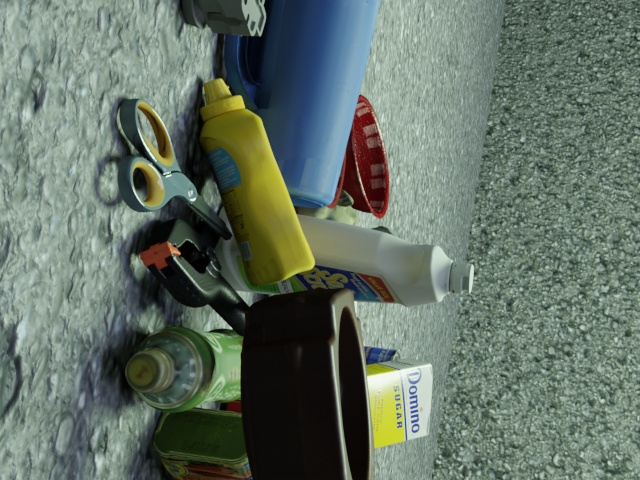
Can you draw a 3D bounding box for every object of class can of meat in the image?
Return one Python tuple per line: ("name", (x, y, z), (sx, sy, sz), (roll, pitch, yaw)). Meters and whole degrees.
("can of meat", (-0.095, 0.197, 0.974), (0.084, 0.102, 0.057), (77, 23, -48))

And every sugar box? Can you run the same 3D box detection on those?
("sugar box", (0.059, 0.194, 1.247), (0.175, 0.048, 0.093), (-4, 99, -41))

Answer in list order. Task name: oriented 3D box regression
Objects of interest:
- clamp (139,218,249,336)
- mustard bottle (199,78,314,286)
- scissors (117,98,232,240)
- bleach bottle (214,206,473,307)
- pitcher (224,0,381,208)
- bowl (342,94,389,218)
("clamp", (-0.102, 0.032, 0.934), (0.120, 0.039, 0.171), (61, 15, 8))
("mustard bottle", (-0.067, -0.056, 0.979), (0.191, 0.058, 0.096), (70, -19, -3))
("scissors", (-0.119, -0.030, 0.876), (0.201, 0.016, 0.096), (64, 28, -46))
("bleach bottle", (0.025, 0.020, 1.061), (0.102, 0.251, 0.068), (76, 24, -53))
("pitcher", (-0.027, -0.162, 1.070), (0.145, 0.149, 0.243), (141, -40, -85))
("bowl", (0.042, -0.104, 1.383), (0.162, 0.055, 0.162), (-9, 90, -72))
